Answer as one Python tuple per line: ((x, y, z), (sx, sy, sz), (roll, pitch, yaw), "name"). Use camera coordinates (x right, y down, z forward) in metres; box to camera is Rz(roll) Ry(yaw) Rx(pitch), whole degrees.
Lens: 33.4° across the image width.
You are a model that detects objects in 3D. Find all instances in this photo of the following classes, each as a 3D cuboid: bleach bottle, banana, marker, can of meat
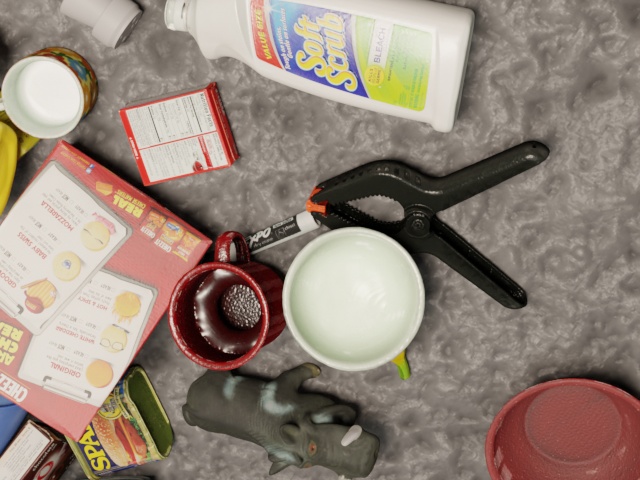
((-0.005, -0.161, 0.878), (0.251, 0.068, 0.103), (11, 115, 9), "bleach bottle")
((-0.002, 0.077, 0.995), (0.198, 0.037, 0.070), (18, 114, 3), "banana")
((-0.056, 0.001, 0.983), (0.121, 0.020, 0.020), (-23, 108, 19), "marker")
((-0.206, 0.183, 1.074), (0.084, 0.057, 0.102), (-17, 109, 15), "can of meat")

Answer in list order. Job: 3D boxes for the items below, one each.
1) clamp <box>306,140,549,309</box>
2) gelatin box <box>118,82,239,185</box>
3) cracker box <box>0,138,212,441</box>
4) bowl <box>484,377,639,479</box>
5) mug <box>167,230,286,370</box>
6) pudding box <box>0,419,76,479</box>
((0.094, -0.030, 0.925), (0.210, 0.036, 0.165), (14, 124, 8), "clamp")
((-0.125, -0.095, 0.948), (0.089, 0.030, 0.073), (-12, 110, 16), "gelatin box")
((-0.223, 0.043, 0.956), (0.164, 0.072, 0.213), (34, 84, -5), "cracker box")
((0.234, 0.185, 0.986), (0.162, 0.055, 0.162), (4, 114, 9), "bowl")
((-0.077, 0.050, 0.944), (0.093, 0.081, 0.117), (-3, 93, 17), "mug")
((-0.298, 0.238, 1.074), (0.039, 0.090, 0.113), (33, 83, 14), "pudding box")
